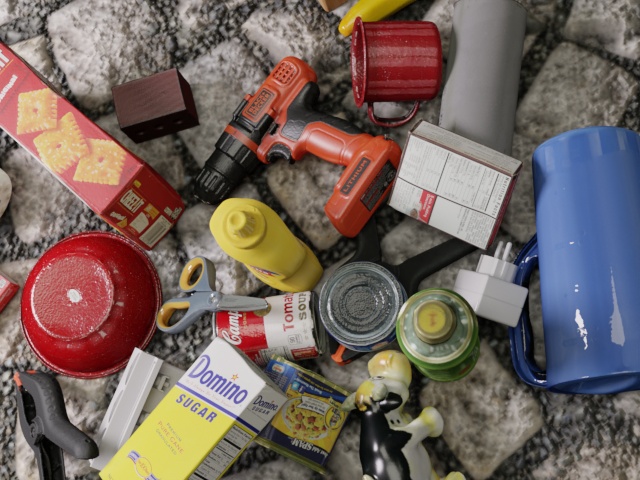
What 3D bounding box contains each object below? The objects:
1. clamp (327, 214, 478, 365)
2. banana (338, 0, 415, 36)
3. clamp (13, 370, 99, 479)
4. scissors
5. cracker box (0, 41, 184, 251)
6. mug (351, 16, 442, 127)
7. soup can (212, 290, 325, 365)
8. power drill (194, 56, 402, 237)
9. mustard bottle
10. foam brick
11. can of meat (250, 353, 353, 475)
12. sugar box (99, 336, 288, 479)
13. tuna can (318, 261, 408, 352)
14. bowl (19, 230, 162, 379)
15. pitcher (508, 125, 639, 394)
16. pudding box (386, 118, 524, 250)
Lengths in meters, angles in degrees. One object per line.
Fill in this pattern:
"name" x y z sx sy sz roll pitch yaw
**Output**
"clamp" 0.075 0.034 1.079 0.165 0.036 0.210 19 78 15
"banana" 0.108 -0.274 1.129 0.198 0.069 0.037 -24 108 14
"clamp" -0.268 0.189 1.072 0.120 0.039 0.171 -51 53 32
"scissors" -0.101 0.045 1.058 0.202 0.016 0.096 -21 45 47
"cracker box" -0.250 -0.095 1.100 0.214 0.164 0.072 41 85 15
"mug" 0.078 -0.173 1.100 0.081 0.093 0.117 -2 114 -6
"soup can" -0.050 0.090 1.073 0.102 0.068 0.068 -9 76 8
"power drill" -0.023 -0.081 1.095 0.188 0.057 0.184 35 88 27
"mustard bottle" -0.057 0.002 1.029 0.096 0.191 0.058 34 85 15
"foam brick" -0.179 -0.145 1.155 0.078 0.053 0.051 -16 76 7
"can of meat" -0.023 0.168 1.037 0.058 0.102 0.084 12 73 55
"sugar box" -0.120 0.183 0.995 0.176 0.048 0.093 -52 44 -1
"tuna can" 0.042 0.064 1.039 0.086 0.033 0.086 -3 76 11
"bowl" -0.251 0.063 1.122 0.162 0.055 0.162 -2 78 9
"pitcher" 0.258 0.024 1.011 0.149 0.145 0.243 -3 73 -3
"pudding box" 0.129 -0.054 1.034 0.113 0.039 0.090 24 125 13
